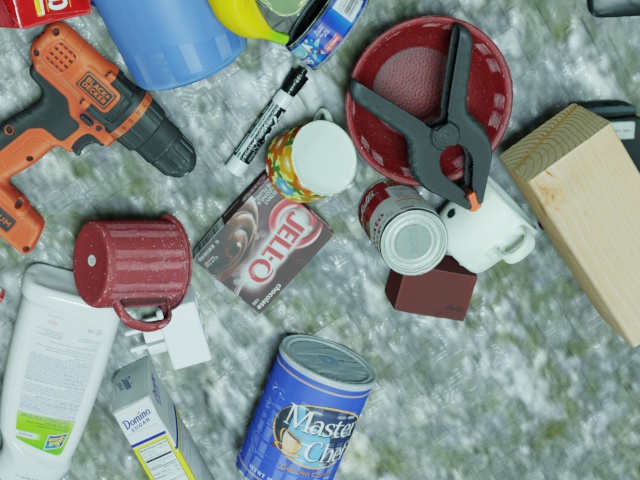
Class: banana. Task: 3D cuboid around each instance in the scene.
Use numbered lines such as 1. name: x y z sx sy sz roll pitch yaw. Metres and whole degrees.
1. banana: -0.060 -0.230 0.834 0.069 0.037 0.198 -22 145 -20

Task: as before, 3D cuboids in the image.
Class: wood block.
1. wood block: 0.268 -0.014 1.009 0.091 0.090 0.206 -35 111 4

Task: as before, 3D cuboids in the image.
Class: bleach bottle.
1. bleach bottle: -0.275 0.153 1.053 0.102 0.068 0.251 17 108 -15

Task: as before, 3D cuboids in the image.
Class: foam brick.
1. foam brick: 0.111 0.044 1.084 0.078 0.051 0.053 11 108 -13

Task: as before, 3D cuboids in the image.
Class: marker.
1. marker: -0.050 -0.114 1.019 0.020 0.020 0.121 32 101 -18

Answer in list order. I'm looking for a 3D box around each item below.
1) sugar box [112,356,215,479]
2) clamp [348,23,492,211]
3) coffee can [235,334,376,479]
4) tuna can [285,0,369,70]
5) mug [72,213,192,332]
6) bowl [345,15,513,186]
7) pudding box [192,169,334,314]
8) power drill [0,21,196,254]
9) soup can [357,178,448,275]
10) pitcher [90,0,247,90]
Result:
1. sugar box: -0.154 0.214 1.078 0.048 0.093 0.176 -27 110 0
2. clamp: 0.116 -0.109 0.978 0.120 0.039 0.171 -33 113 8
3. coffee can: -0.016 0.181 1.084 0.102 0.103 0.140 17 106 -15
4. tuna can: 0.006 -0.198 0.963 0.033 0.086 0.086 35 100 -17
5. mug: -0.174 0.032 0.987 0.081 0.117 0.093 0 152 -38
6. bowl: 0.098 -0.136 1.016 0.162 0.055 0.162 -3 110 -8
7. pudding box: -0.057 0.001 1.047 0.090 0.039 0.113 41 98 -20
8. power drill: -0.233 -0.078 0.983 0.188 0.057 0.184 -44 110 5
9. soup can: 0.079 -0.014 1.031 0.068 0.102 0.068 -3 110 -9
10. pitcher: -0.162 -0.252 0.898 0.144 0.149 0.243 -32 118 -19
